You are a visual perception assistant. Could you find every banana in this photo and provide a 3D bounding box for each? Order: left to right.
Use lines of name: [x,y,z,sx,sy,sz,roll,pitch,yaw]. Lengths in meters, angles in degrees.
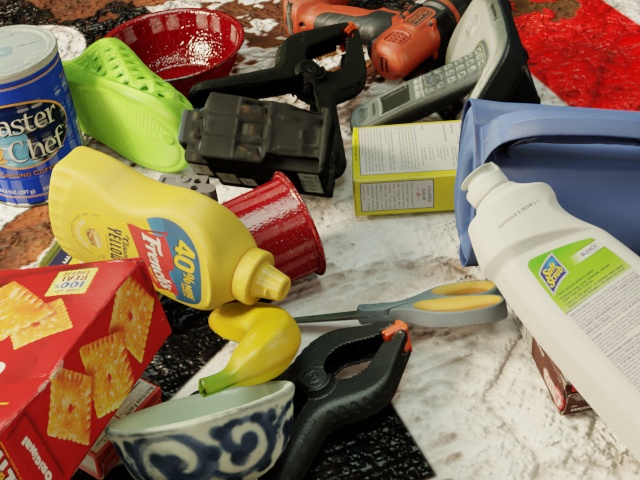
banana: [-0.049,0.067,0.757,0.069,0.037,0.198,-3,7,-3]

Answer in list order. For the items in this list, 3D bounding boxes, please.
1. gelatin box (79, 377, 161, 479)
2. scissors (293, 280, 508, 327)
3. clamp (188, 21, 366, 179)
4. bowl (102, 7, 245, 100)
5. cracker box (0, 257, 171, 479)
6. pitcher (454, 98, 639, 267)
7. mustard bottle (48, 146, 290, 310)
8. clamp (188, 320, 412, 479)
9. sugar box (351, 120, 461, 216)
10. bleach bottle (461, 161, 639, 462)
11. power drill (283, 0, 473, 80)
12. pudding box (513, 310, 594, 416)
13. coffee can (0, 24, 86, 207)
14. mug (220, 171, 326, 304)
gelatin box: [-0.169,0.122,0.772,0.089,0.030,0.073,22,47,22]
scissors: [0.054,0.051,0.834,0.202,0.016,0.096,-3,12,30]
clamp: [-0.006,-0.147,1.045,0.164,0.036,0.209,34,49,12]
bowl: [-0.157,-0.190,1.149,0.162,0.055,0.162,-5,38,4]
cracker box: [-0.212,0.095,0.656,0.164,0.072,0.213,-5,28,23]
pitcher: [0.227,-0.046,0.826,0.243,0.145,0.149,1,22,2]
mustard bottle: [-0.109,0.002,0.790,0.192,0.096,0.058,21,44,19]
clamp: [-0.012,0.107,0.763,0.171,0.039,0.120,-36,51,-27]
sugar box: [0.116,-0.068,0.957,0.176,0.048,0.093,-1,38,3]
bleach bottle: [0.189,0.043,0.707,0.102,0.068,0.251,-31,68,-17]
power drill: [0.068,-0.256,1.192,0.188,0.057,0.184,21,47,32]
pudding box: [0.200,0.070,0.774,0.090,0.039,0.113,-9,40,-4]
coffee can: [-0.283,-0.118,1.010,0.103,0.140,0.103,-5,38,4]
mug: [-0.056,0.001,0.874,0.081,0.093,0.117,-25,13,-14]
